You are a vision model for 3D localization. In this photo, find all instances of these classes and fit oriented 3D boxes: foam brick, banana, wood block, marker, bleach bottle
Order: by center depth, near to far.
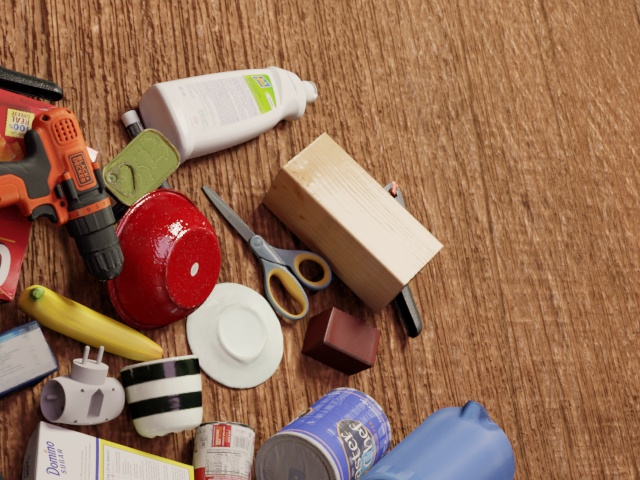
[{"bbox_3d":[-0.251,0.088,1.126,0.197,0.070,0.037,35,79,-49],"label":"banana"},{"bbox_3d":[-0.205,-0.098,1.275,0.020,0.020,0.121,-23,84,-39],"label":"marker"},{"bbox_3d":[0.026,0.125,1.318,0.078,0.053,0.051,28,57,-23],"label":"foam brick"},{"bbox_3d":[0.038,-0.020,1.333,0.206,0.090,0.090,44,56,6],"label":"wood block"},{"bbox_3d":[-0.101,-0.164,1.348,0.250,0.068,0.102,-17,81,-40],"label":"bleach bottle"}]

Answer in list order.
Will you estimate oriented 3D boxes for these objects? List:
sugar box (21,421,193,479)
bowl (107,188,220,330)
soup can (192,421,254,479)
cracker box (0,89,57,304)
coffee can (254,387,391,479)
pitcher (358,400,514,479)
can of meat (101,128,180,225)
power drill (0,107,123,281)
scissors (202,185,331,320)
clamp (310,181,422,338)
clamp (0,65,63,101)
[{"bbox_3d":[-0.213,0.253,1.084,0.176,0.048,0.093,21,31,-23],"label":"sugar box"},{"bbox_3d":[-0.160,0.026,1.179,0.161,0.055,0.162,-21,116,-52],"label":"bowl"},{"bbox_3d":[-0.107,0.254,1.161,0.068,0.069,0.102,17,62,-29],"label":"soup can"},{"bbox_3d":[-0.373,-0.056,1.081,0.164,0.072,0.213,17,75,-28],"label":"cracker box"},{"bbox_3d":[0.005,0.237,1.198,0.103,0.103,0.140,60,31,2],"label":"coffee can"},{"bbox_3d":[0.121,0.293,1.218,0.242,0.145,0.149,-14,78,-61],"label":"pitcher"},{"bbox_3d":[-0.219,-0.068,1.210,0.057,0.084,0.102,46,52,-10],"label":"can of meat"},{"bbox_3d":[-0.295,-0.022,1.052,0.187,0.057,0.184,-25,100,-37],"label":"power drill"},{"bbox_3d":[-0.059,0.002,1.321,0.096,0.016,0.202,-27,87,-17],"label":"scissors"},{"bbox_3d":[0.067,0.012,1.406,0.164,0.036,0.210,19,61,-24],"label":"clamp"},{"bbox_3d":[-0.381,-0.169,1.171,0.171,0.039,0.120,32,51,-12],"label":"clamp"}]
